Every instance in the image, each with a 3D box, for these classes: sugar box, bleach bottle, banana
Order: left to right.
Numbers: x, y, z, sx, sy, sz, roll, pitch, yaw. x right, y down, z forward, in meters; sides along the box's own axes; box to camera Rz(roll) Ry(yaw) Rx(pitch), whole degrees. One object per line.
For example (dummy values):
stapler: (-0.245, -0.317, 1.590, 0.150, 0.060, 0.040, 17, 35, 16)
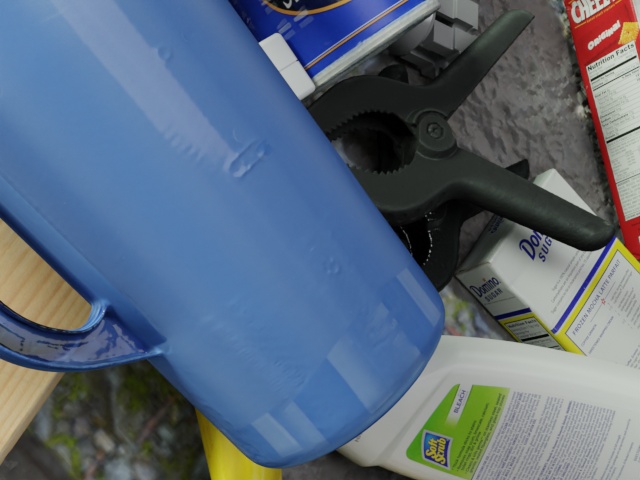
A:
banana: (-0.049, 0.063, 0.536, 0.037, 0.070, 0.198, -11, 57, -11)
bleach bottle: (0.096, 0.095, 0.608, 0.250, 0.068, 0.102, 18, 96, -18)
sugar box: (0.177, 0.048, 0.703, 0.176, 0.048, 0.093, 45, 60, -8)

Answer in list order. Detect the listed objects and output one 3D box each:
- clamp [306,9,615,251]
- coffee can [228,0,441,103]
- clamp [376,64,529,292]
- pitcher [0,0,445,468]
clamp: (0.069, -0.049, 0.628, 0.209, 0.036, 0.164, -16, 72, -22)
coffee can: (-0.011, -0.165, 0.619, 0.102, 0.103, 0.140, -37, 96, -33)
clamp: (0.052, -0.028, 0.657, 0.120, 0.039, 0.171, 39, 56, -2)
pitcher: (-0.067, -0.020, 0.425, 0.242, 0.149, 0.145, 50, 15, -14)
